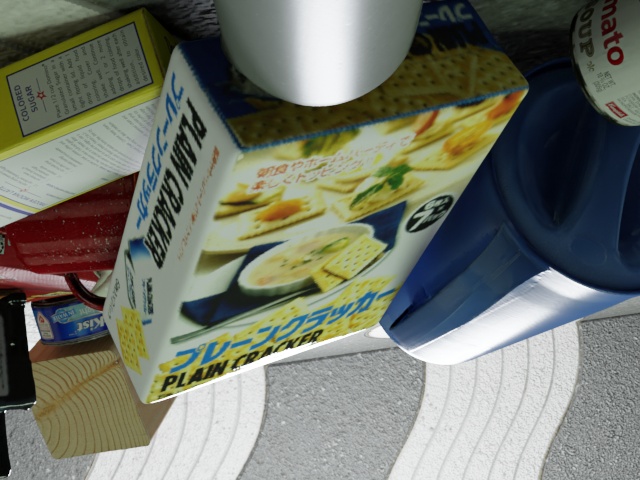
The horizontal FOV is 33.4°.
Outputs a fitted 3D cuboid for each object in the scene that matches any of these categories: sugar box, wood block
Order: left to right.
[{"bbox_3d":[-0.143,-0.047,0.516,0.176,0.048,0.093,-18,167,8],"label":"sugar box"},{"bbox_3d":[-0.165,0.087,0.918,0.091,0.090,0.206,-11,-159,17],"label":"wood block"}]

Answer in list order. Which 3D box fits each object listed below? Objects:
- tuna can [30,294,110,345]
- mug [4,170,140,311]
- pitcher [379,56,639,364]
[{"bbox_3d":[-0.178,0.051,0.824,0.086,0.034,0.086,-14,-169,3],"label":"tuna can"},{"bbox_3d":[-0.128,-0.012,0.617,0.081,0.117,0.093,-5,-157,8],"label":"mug"},{"bbox_3d":[0.108,0.006,0.649,0.149,0.145,0.243,6,160,-15],"label":"pitcher"}]
